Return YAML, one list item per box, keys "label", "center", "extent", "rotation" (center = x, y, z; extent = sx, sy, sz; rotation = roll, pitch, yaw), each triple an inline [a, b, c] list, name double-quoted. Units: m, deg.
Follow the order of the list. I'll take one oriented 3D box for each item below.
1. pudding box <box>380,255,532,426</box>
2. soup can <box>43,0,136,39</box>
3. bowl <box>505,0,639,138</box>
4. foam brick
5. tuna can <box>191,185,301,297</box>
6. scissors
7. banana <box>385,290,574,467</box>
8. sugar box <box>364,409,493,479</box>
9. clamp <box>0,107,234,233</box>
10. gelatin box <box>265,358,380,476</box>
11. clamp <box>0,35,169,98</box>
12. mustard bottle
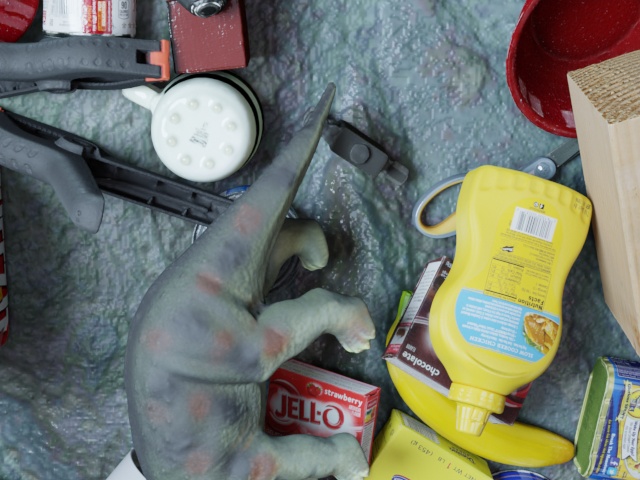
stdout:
- label: "pudding box"
  center: [0.116, 0.078, 0.826]
  extent: [0.113, 0.039, 0.090]
  rotation: [30, 74, -10]
- label: "soup can"
  center: [-0.165, -0.196, 0.762]
  extent: [0.068, 0.068, 0.102]
  rotation: [2, 103, -2]
- label: "bowl"
  center: [0.203, -0.154, 0.768]
  extent: [0.162, 0.055, 0.162]
  rotation: [-7, 132, -8]
- label: "foam brick"
  center: [-0.080, -0.151, 0.769]
  extent: [0.053, 0.078, 0.051]
  rotation: [-6, 104, 0]
- label: "tuna can"
  center: [-0.055, 0.001, 0.825]
  extent: [0.086, 0.034, 0.086]
  rotation: [0, 102, -1]
- label: "scissors"
  center: [0.172, -0.035, 0.833]
  extent: [0.202, 0.016, 0.096]
  rotation: [-20, 104, 3]
- label: "banana"
  center: [0.117, 0.130, 0.856]
  extent: [0.197, 0.037, 0.070]
  rotation: [43, 99, -10]
- label: "sugar box"
  center: [0.052, 0.234, 0.873]
  extent: [0.093, 0.048, 0.176]
  rotation: [31, 98, -7]
- label: "clamp"
  center: [-0.177, -0.051, 0.753]
  extent: [0.210, 0.164, 0.036]
  rotation: [25, 102, 20]
- label: "gelatin box"
  center: [-0.001, 0.140, 0.840]
  extent: [0.089, 0.030, 0.073]
  rotation: [15, 105, 28]
- label: "clamp"
  center: [-0.187, -0.120, 0.750]
  extent: [0.171, 0.120, 0.039]
  rotation: [2, 94, 1]
- label: "mustard bottle"
  center: [0.131, 0.048, 0.781]
  extent: [0.096, 0.058, 0.191]
  rotation: [17, 81, -12]
